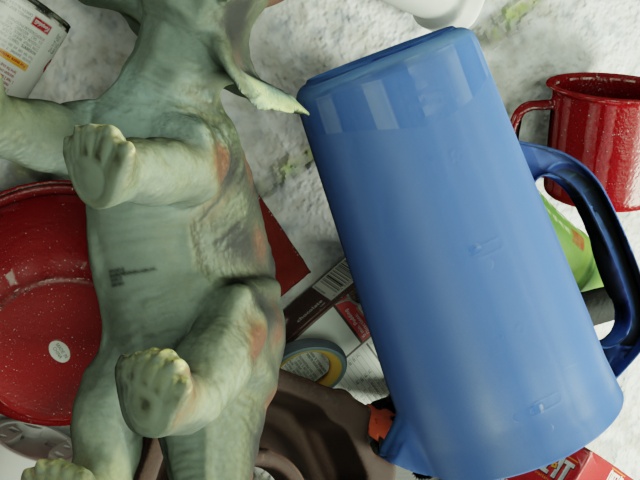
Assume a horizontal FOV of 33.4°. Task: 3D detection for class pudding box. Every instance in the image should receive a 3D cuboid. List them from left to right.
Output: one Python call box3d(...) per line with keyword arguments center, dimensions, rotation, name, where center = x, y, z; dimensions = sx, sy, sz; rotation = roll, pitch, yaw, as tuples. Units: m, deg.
box3d(center=(0.017, 0.074, 0.729), dimensions=(0.113, 0.039, 0.090), rotation=(-40, 119, -8), name="pudding box")

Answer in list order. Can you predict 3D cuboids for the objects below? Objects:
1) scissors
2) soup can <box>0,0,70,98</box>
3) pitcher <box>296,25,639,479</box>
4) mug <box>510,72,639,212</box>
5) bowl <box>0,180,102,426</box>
box3d(center=(-0.067, 0.102, 0.679), dimensions=(0.201, 0.016, 0.096), rotation=(6, 113, -15), name="scissors")
box3d(center=(-0.187, -0.088, 0.562), dimensions=(0.068, 0.069, 0.102), rotation=(32, 88, -30), name="soup can")
box3d(center=(0.085, 0.002, 0.621), dimensions=(0.149, 0.145, 0.243), rotation=(-35, 107, -54), name="pitcher")
box3d(center=(0.190, -0.070, 0.752), dimensions=(0.117, 0.093, 0.081), rotation=(2, 110, -2), name="mug")
box3d(center=(-0.147, 0.049, 0.607), dimensions=(0.162, 0.055, 0.162), rotation=(-6, 117, -12), name="bowl")
